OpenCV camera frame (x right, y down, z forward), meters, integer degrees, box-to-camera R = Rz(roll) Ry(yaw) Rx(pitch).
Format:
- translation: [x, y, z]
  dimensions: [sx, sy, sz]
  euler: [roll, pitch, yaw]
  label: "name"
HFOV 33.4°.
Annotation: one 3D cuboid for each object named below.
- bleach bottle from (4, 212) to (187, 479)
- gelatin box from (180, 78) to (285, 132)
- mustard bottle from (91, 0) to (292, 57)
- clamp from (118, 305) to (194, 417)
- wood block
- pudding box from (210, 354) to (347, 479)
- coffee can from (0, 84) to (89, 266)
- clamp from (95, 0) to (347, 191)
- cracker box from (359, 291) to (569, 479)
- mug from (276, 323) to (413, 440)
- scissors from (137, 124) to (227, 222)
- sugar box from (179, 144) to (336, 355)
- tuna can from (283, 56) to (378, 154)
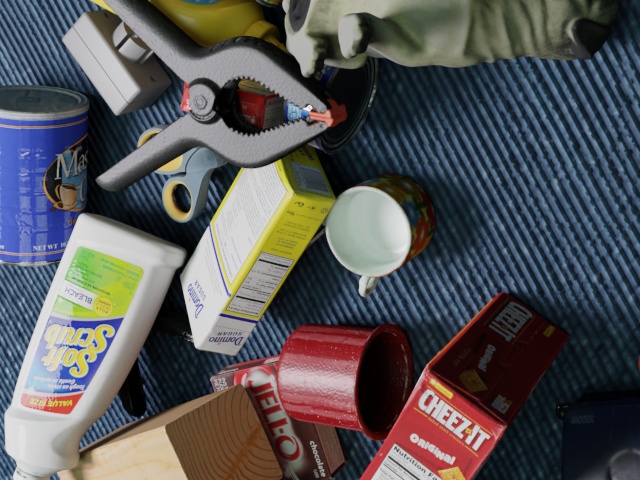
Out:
- translation: [-0.208, 0.108, 0.941]
  dimensions: [0.102, 0.068, 0.251]
  euler: [21, 92, 11]
  label: "bleach bottle"
- translation: [-0.054, -0.112, 0.835]
  dimensions: [0.073, 0.089, 0.030]
  euler: [18, 113, 23]
  label: "gelatin box"
- translation: [-0.104, -0.183, 0.837]
  dimensions: [0.192, 0.096, 0.058]
  euler: [31, 118, 17]
  label: "mustard bottle"
- translation: [-0.175, 0.066, 0.990]
  dimensions: [0.120, 0.039, 0.171]
  euler: [-35, 85, 16]
  label: "clamp"
- translation: [-0.140, 0.205, 0.953]
  dimensions: [0.207, 0.090, 0.090]
  euler: [-26, 89, 47]
  label: "wood block"
- translation: [-0.037, 0.158, 0.940]
  dimensions: [0.090, 0.039, 0.113]
  euler: [-17, 96, 32]
  label: "pudding box"
- translation: [-0.261, -0.060, 0.960]
  dimensions: [0.103, 0.102, 0.140]
  euler: [15, 112, 25]
  label: "coffee can"
- translation: [-0.083, -0.095, 0.780]
  dimensions: [0.210, 0.036, 0.165]
  euler: [17, 114, 20]
  label: "clamp"
- translation: [0.085, 0.158, 0.799]
  dimensions: [0.072, 0.164, 0.214]
  euler: [35, 119, 13]
  label: "cracker box"
- translation: [0.023, 0.118, 0.874]
  dimensions: [0.082, 0.093, 0.117]
  euler: [3, 143, 33]
  label: "mug"
- translation: [-0.087, -0.052, 0.881]
  dimensions: [0.202, 0.016, 0.096]
  euler: [14, 121, 46]
  label: "scissors"
- translation: [-0.056, 0.001, 0.874]
  dimensions: [0.176, 0.048, 0.093]
  euler: [-59, 33, 32]
  label: "sugar box"
- translation: [0.008, -0.111, 0.803]
  dimensions: [0.034, 0.086, 0.086]
  euler: [24, 116, 22]
  label: "tuna can"
